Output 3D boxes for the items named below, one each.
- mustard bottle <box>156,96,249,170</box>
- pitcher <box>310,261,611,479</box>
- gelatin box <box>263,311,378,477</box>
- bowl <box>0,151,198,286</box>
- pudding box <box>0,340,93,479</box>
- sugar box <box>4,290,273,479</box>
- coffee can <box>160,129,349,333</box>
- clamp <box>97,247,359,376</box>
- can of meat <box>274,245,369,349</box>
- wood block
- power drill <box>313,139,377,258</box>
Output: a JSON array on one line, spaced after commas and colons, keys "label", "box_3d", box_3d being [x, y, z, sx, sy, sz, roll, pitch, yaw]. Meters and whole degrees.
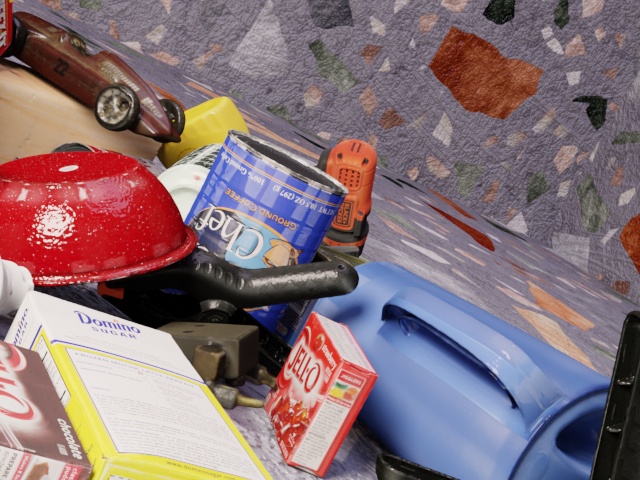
[{"label": "mustard bottle", "box_3d": [-0.081, -0.040, 1.040, 0.191, 0.096, 0.058, 59, 36, -18]}, {"label": "pitcher", "box_3d": [0.091, 0.098, 0.728, 0.144, 0.149, 0.243, 3, 20, -37]}, {"label": "gelatin box", "box_3d": [-0.003, 0.093, 0.669, 0.030, 0.073, 0.089, 25, 10, -18]}, {"label": "bowl", "box_3d": [-0.160, -0.021, 0.683, 0.162, 0.055, 0.162, -1, 17, 0]}, {"label": "pudding box", "box_3d": [-0.156, 0.072, 0.453, 0.089, 0.039, 0.114, 23, 11, -32]}, {"label": "sugar box", "box_3d": [-0.094, 0.088, 0.527, 0.093, 0.048, 0.176, 22, 7, -31]}, {"label": "coffee can", "box_3d": [-0.055, 0.001, 0.811, 0.102, 0.140, 0.103, 27, 10, -5]}, {"label": "clamp", "box_3d": [-0.069, 0.049, 0.736, 0.171, 0.120, 0.039, 9, 39, -9]}, {"label": "can of meat", "box_3d": [0.018, 0.059, 0.884, 0.101, 0.084, 0.058, 20, 13, -42]}, {"label": "wood block", "box_3d": [-0.252, -0.098, 0.943, 0.091, 0.090, 0.205, 36, 12, 35]}, {"label": "power drill", "box_3d": [-0.040, -0.037, 1.112, 0.187, 0.184, 0.057, 12, 37, 5]}]
